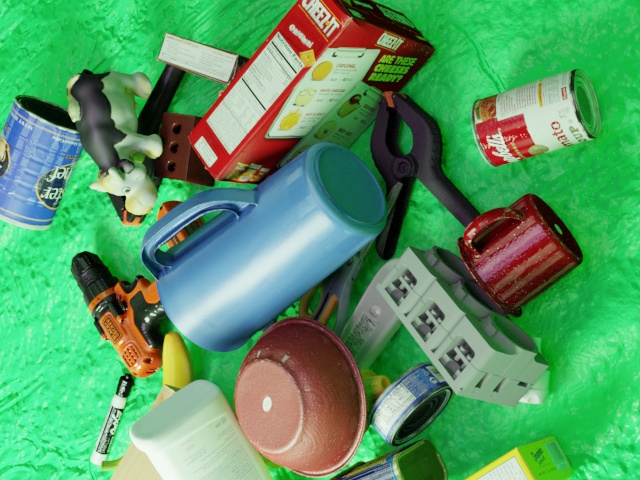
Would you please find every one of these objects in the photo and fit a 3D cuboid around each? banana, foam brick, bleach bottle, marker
[{"bbox_3d":[-0.186,0.201,1.239,0.198,0.069,0.037,-62,19,12],"label":"banana"},{"bbox_3d":[-0.154,-0.105,1.239,0.053,0.051,0.078,10,93,34],"label":"foam brick"},{"bbox_3d":[-0.094,0.271,1.103,0.068,0.102,0.251,13,133,60],"label":"bleach bottle"},{"bbox_3d":[-0.254,0.218,1.307,0.020,0.020,0.121,28,102,32],"label":"marker"}]

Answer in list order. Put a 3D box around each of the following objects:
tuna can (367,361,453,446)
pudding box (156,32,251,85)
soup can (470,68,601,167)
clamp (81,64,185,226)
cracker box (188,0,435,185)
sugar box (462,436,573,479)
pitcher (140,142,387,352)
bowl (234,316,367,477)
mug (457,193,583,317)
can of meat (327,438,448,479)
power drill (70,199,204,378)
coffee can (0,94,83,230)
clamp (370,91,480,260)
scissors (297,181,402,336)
[{"bbox_3d":[0.089,0.161,1.042,0.034,0.086,0.086,45,111,25],"label":"tuna can"},{"bbox_3d":[-0.112,-0.195,1.193,0.114,0.089,0.039,21,98,32],"label":"pudding box"},{"bbox_3d":[0.201,-0.114,0.993,0.102,0.068,0.068,-15,79,32],"label":"soup can"},{"bbox_3d":[-0.237,-0.124,1.305,0.165,0.036,0.210,5,90,34],"label":"clamp"},{"bbox_3d":[-0.010,-0.149,1.078,0.214,0.163,0.072,-48,64,23],"label":"cracker box"},{"bbox_3d":[0.143,0.246,0.997,0.176,0.093,0.048,-36,68,26],"label":"sugar box"},{"bbox_3d":[-0.057,0.001,1.084,0.243,0.149,0.145,-37,80,35],"label":"pitcher"},{"bbox_3d":[-0.033,0.157,1.042,0.162,0.055,0.162,4,97,41],"label":"bowl"},{"bbox_3d":[0.179,0.005,0.977,0.082,0.117,0.093,-40,40,20],"label":"mug"},{"bbox_3d":[0.067,0.238,1.043,0.084,0.101,0.057,-29,81,26],"label":"can of meat"},{"bbox_3d":[-0.206,0.041,1.264,0.188,0.057,0.184,-48,68,25],"label":"power drill"},{"bbox_3d":[-0.362,-0.098,1.347,0.103,0.102,0.140,35,106,30],"label":"coffee can"},{"bbox_3d":[0.102,-0.069,1.075,0.120,0.039,0.171,-7,90,28],"label":"clamp"},{"bbox_3d":[0.025,0.022,1.114,0.096,0.016,0.202,34,105,59],"label":"scissors"}]
